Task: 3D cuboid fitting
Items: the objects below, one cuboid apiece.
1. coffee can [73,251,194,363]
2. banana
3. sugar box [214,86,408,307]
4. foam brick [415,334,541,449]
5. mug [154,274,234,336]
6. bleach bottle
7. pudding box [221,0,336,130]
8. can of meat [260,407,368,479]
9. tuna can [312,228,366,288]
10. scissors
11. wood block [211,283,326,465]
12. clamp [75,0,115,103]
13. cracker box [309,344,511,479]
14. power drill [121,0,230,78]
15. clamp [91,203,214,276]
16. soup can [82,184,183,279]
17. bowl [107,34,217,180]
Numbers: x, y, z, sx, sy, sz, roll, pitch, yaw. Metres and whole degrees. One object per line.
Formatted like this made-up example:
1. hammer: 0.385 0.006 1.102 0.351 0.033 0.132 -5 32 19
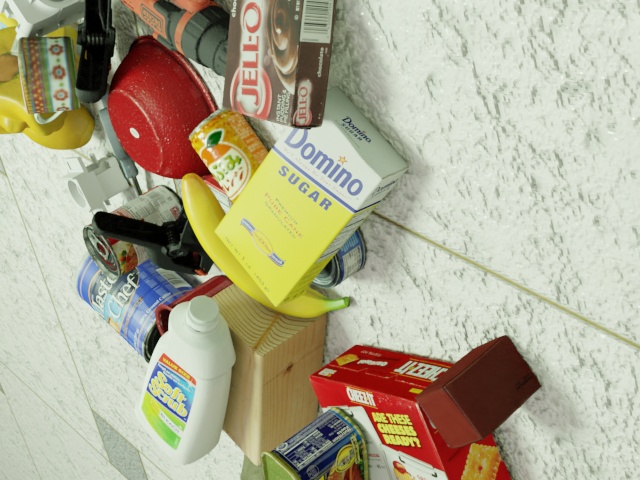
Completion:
1. coffee can: -0.214 0.069 1.283 0.140 0.102 0.103 38 146 30
2. banana: -0.064 0.016 1.023 0.197 0.037 0.070 38 116 -6
3. sugar box: -0.012 -0.033 0.886 0.093 0.048 0.176 49 133 13
4. foam brick: 0.126 0.121 0.851 0.053 0.078 0.051 55 149 2
5. mug: -0.121 0.086 1.182 0.093 0.081 0.117 51 151 10
6. bleach bottle: -0.135 0.131 1.084 0.103 0.068 0.251 46 147 21
7. pudding box: -0.033 -0.148 0.822 0.090 0.039 0.113 21 108 46
8. can of meat: -0.003 0.215 0.985 0.058 0.083 0.102 35 144 36
9. tuna can: 0.000 0.000 0.965 0.086 0.033 0.086 37 145 31
10. scissors: -0.220 -0.101 1.204 0.202 0.016 0.096 82 172 -65
11. wood block: -0.058 0.133 1.125 0.090 0.090 0.206 41 147 28
12. clamp: -0.214 -0.182 1.016 0.210 0.036 0.164 130 143 -72
13. cracker box: 0.097 0.209 0.989 0.164 0.072 0.213 4 121 55
14. power drill: -0.112 -0.234 0.877 0.185 0.057 0.188 38 146 29
15. clamp: -0.165 -0.002 1.126 0.171 0.120 0.039 75 -170 -62
16. soup can: -0.204 -0.011 1.189 0.069 0.102 0.068 37 146 31
17. bowl: -0.165 -0.121 1.072 0.162 0.055 0.162 38 146 31
